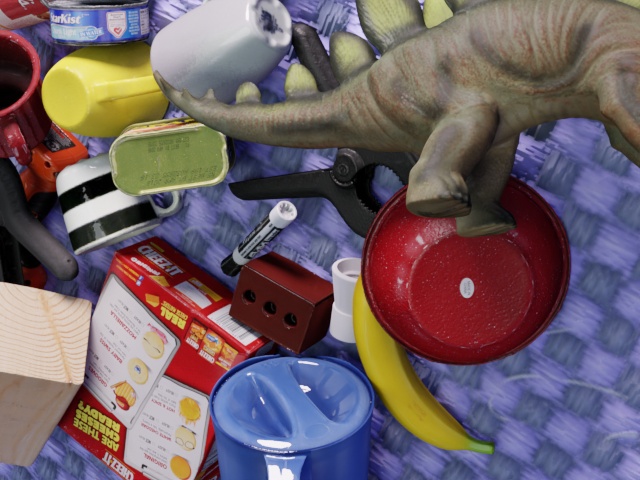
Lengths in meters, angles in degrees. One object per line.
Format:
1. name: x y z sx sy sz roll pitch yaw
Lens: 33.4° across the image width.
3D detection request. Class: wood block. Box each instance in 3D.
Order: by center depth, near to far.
1. wood block: -0.294 0.135 1.032 0.206 0.090 0.091 129 147 -48

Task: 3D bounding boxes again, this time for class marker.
1. marker: -0.056 0.001 0.927 0.020 0.020 0.121 55 140 6

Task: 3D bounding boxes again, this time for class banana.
1. banana: 0.070 0.103 0.878 0.070 0.037 0.197 -27 106 21

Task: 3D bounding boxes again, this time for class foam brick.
1. foam brick: -0.031 0.053 0.928 0.078 0.051 0.053 27 116 21

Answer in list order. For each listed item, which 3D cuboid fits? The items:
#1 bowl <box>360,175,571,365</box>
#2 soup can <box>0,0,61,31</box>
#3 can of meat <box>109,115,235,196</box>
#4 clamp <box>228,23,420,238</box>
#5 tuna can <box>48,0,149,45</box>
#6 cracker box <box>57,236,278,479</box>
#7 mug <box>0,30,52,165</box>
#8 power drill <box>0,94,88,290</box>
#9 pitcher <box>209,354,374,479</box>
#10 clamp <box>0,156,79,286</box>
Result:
1. bowl: 0.110 0.028 0.799 0.162 0.055 0.162 1 106 4
2. soup can: -0.277 -0.231 0.979 0.102 0.068 0.068 -7 101 32
3. can of meat: -0.125 -0.072 0.902 0.102 0.084 0.057 -9 101 -1
4. clamp: 0.019 -0.055 0.875 0.210 0.036 0.165 41 121 18
5. tuna can: -0.192 -0.192 0.930 0.086 0.086 0.034 9 110 28
6. cracker box: -0.145 0.129 1.006 0.164 0.072 0.214 34 119 19
7. mug: -0.281 -0.117 0.948 0.117 0.093 0.081 59 168 22
8. power drill: -0.321 -0.055 1.064 0.184 0.057 0.188 41 123 10
9. pitcher: -0.022 0.231 0.904 0.145 0.149 0.243 26 129 40
10. clamp: -0.288 -0.022 0.996 0.120 0.039 0.171 -11 105 36
